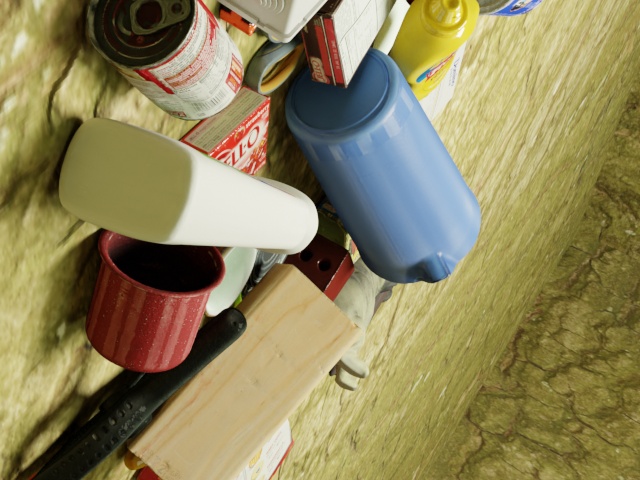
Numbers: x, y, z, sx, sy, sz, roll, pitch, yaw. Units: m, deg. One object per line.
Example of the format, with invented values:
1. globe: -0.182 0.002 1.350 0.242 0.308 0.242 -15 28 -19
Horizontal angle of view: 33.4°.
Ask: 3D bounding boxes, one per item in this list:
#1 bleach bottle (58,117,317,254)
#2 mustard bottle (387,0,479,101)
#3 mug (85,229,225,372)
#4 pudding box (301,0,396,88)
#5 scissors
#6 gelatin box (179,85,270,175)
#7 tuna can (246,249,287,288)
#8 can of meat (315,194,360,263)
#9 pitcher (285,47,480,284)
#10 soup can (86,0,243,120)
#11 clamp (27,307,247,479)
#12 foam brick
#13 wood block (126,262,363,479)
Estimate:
1. bleach bottle: -0.073 -0.027 0.771 0.250 0.103 0.068 12 97 -68
2. mustard bottle: 0.100 -0.184 0.977 0.096 0.058 0.192 -45 177 -9
3. mug: -0.125 0.035 0.792 0.117 0.093 0.082 -94 -158 -56
4. pudding box: 0.024 -0.198 0.887 0.113 0.039 0.090 -59 158 -25
5. scissors: -0.002 -0.200 0.898 0.201 0.016 0.096 -52 159 -31
6. gelatin box: -0.076 -0.069 0.853 0.089 0.030 0.073 -49 158 -38
7. tuna can: -0.057 0.001 1.004 0.086 0.034 0.086 -53 160 -29
8. can of meat: 0.030 -0.022 1.180 0.083 0.057 0.102 -48 157 -31
9. pitcher: 0.055 -0.078 1.015 0.145 0.149 0.242 -62 147 -19
10. soup can: -0.093 -0.121 0.667 0.068 0.068 0.102 -61 163 -5
11. clamp: -0.156 0.136 0.866 0.209 0.036 0.165 -43 -175 -20
12. foam brick: -0.012 0.024 1.089 0.053 0.078 0.051 -57 163 -16
13. wood block: -0.069 0.126 0.944 0.206 0.090 0.091 -48 -172 -8
